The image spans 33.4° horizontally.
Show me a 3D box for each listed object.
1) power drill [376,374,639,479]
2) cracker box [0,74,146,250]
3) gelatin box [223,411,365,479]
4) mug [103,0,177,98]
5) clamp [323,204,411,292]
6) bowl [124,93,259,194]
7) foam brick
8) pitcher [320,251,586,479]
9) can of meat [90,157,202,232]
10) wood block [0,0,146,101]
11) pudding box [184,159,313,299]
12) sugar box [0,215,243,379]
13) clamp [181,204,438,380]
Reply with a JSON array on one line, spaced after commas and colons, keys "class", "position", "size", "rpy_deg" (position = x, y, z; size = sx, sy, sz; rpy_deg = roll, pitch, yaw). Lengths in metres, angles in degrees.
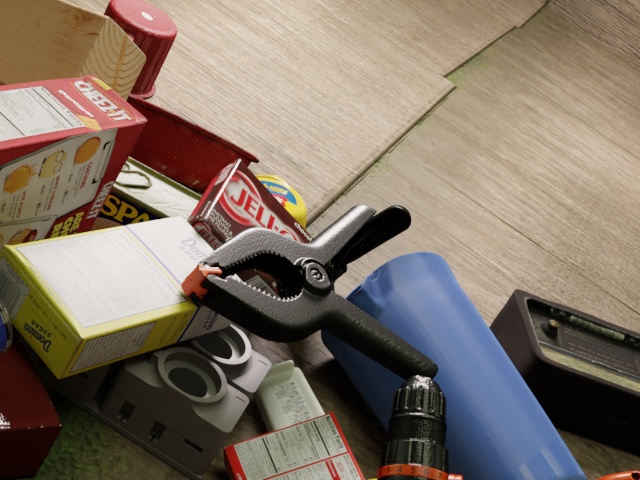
[{"class": "power drill", "position": [0.132, 0.192, 0.761], "size": [0.188, 0.057, 0.184], "rpy_deg": [5, 66, 7]}, {"class": "cracker box", "position": [-0.245, -0.030, 0.765], "size": [0.072, 0.164, 0.213], "rpy_deg": [42, 30, 15]}, {"class": "gelatin box", "position": [-0.017, 0.171, 0.769], "size": [0.089, 0.030, 0.073], "rpy_deg": [-15, 46, -14]}, {"class": "mug", "position": [-0.214, -0.213, 1.181], "size": [0.093, 0.082, 0.117], "rpy_deg": [30, 28, -4]}, {"class": "clamp", "position": [0.000, 0.026, 0.963], "size": [0.120, 0.172, 0.039], "rpy_deg": [-40, 98, -33]}, {"class": "bowl", "position": [-0.143, -0.088, 1.040], "size": [0.162, 0.055, 0.162], "rpy_deg": [25, -2, 0]}, {"class": "foam brick", "position": [-0.212, 0.110, 0.690], "size": [0.051, 0.053, 0.078], "rpy_deg": [2, 41, -43]}, {"class": "pitcher", "position": [0.117, 0.139, 0.906], "size": [0.149, 0.145, 0.243], "rpy_deg": [-14, 53, -27]}, {"class": "can of meat", "position": [-0.156, -0.011, 0.909], "size": [0.102, 0.084, 0.057], "rpy_deg": [29, 28, -6]}, {"class": "wood block", "position": [-0.277, -0.176, 0.964], "size": [0.206, 0.091, 0.090], "rpy_deg": [22, -8, 18]}, {"class": "pudding box", "position": [-0.056, 0.001, 0.887], "size": [0.113, 0.039, 0.090], "rpy_deg": [49, 36, -20]}, {"class": "sugar box", "position": [-0.139, 0.035, 0.760], "size": [0.093, 0.048, 0.175], "rpy_deg": [45, 27, 21]}, {"class": "clamp", "position": [-0.005, 0.043, 0.805], "size": [0.209, 0.036, 0.164], "rpy_deg": [-2, 57, -42]}]
